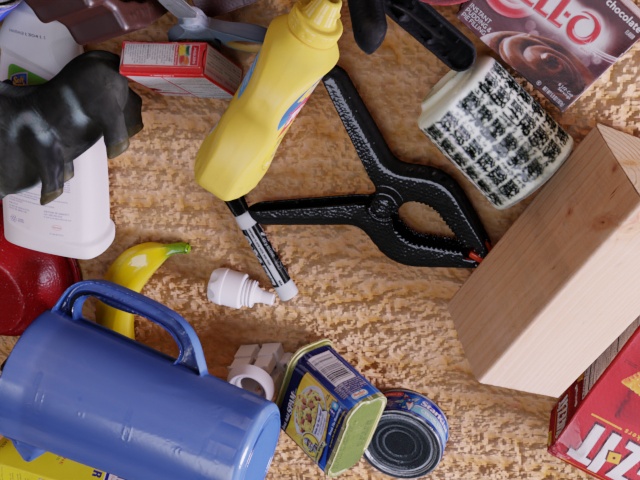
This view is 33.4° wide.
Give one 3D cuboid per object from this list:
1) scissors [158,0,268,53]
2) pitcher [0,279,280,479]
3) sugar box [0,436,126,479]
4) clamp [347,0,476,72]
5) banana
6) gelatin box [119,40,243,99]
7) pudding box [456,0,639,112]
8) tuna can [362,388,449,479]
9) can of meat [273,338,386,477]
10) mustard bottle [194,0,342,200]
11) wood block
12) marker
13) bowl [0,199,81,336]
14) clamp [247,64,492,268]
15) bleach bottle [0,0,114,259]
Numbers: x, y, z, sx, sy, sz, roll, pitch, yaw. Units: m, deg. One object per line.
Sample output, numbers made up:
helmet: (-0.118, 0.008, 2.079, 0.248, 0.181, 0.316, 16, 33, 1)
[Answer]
scissors: (-0.078, -0.165, 0.807, 0.096, 0.202, 0.016, 1, 88, -6)
pitcher: (-0.162, 0.150, 0.982, 0.243, 0.144, 0.149, 19, 139, 13)
sugar box: (-0.254, 0.240, 1.133, 0.176, 0.093, 0.048, 10, 121, 12)
clamp: (0.045, -0.187, 0.786, 0.120, 0.171, 0.039, 14, 132, -45)
banana: (-0.188, 0.071, 1.048, 0.069, 0.037, 0.198, 27, 123, 5)
gelatin box: (-0.112, -0.140, 0.875, 0.073, 0.089, 0.030, 5, 87, 17)
pudding box: (0.172, -0.166, 0.791, 0.113, 0.039, 0.090, 40, 122, -6)
tuna can: (0.079, 0.187, 1.026, 0.086, 0.033, 0.086, 8, 121, 14)
can of meat: (0.007, 0.158, 0.999, 0.084, 0.057, 0.102, 41, 129, 31)
mustard bottle: (-0.034, -0.120, 0.836, 0.058, 0.096, 0.192, 34, 133, -3)
wood block: (0.201, 0.021, 0.841, 0.090, 0.090, 0.206, 14, 128, -28)
marker: (-0.056, 0.001, 0.975, 0.020, 0.020, 0.121, -19, 111, 27)
bowl: (-0.323, 0.039, 1.065, 0.162, 0.055, 0.162, 9, 121, 14)
clamp: (0.047, -0.031, 0.911, 0.210, 0.036, 0.165, 35, 123, -4)
bleach bottle: (-0.233, -0.111, 0.946, 0.102, 0.068, 0.251, 11, 119, 8)
